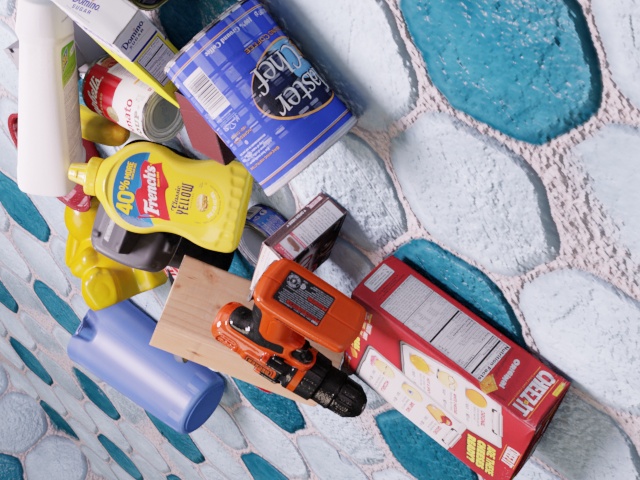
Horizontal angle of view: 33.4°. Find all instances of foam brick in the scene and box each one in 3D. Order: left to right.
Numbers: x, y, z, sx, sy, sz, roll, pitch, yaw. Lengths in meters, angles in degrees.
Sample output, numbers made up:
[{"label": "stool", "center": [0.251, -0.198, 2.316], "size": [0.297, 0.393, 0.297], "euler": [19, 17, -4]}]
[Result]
[{"label": "foam brick", "center": [-0.100, -0.123, 1.051], "size": [0.051, 0.053, 0.078], "euler": [29, 150, 32]}]

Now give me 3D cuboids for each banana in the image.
[{"label": "banana", "center": [-0.276, -0.139, 1.244], "size": [0.198, 0.037, 0.069], "euler": [24, 180, 35]}]

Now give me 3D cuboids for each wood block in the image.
[{"label": "wood block", "center": [-0.079, 0.106, 1.218], "size": [0.206, 0.090, 0.091], "euler": [22, 156, -6]}]

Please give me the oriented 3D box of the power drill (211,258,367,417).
[{"label": "power drill", "center": [-0.017, 0.102, 1.059], "size": [0.184, 0.057, 0.188], "euler": [31, 152, 1]}]

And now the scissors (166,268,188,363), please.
[{"label": "scissors", "center": [-0.193, 0.109, 1.454], "size": [0.016, 0.096, 0.201], "euler": [12, 165, 12]}]

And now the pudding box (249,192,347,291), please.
[{"label": "pudding box", "center": [-0.024, 0.012, 1.086], "size": [0.039, 0.090, 0.114], "euler": [41, 154, 13]}]

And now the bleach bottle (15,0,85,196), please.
[{"label": "bleach bottle", "center": [-0.285, -0.174, 1.120], "size": [0.068, 0.102, 0.251], "euler": [6, 126, -4]}]

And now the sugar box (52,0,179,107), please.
[{"label": "sugar box", "center": [-0.179, -0.189, 1.007], "size": [0.093, 0.048, 0.176], "euler": [37, -179, 20]}]

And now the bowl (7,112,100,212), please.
[{"label": "bowl", "center": [-0.344, -0.117, 1.427], "size": [0.162, 0.055, 0.162], "euler": [36, 151, 23]}]

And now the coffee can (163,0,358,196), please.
[{"label": "coffee can", "center": [-0.051, -0.124, 0.917], "size": [0.140, 0.102, 0.103], "euler": [50, 154, -6]}]

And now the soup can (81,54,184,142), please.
[{"label": "soup can", "center": [-0.197, -0.152, 1.141], "size": [0.102, 0.068, 0.068], "euler": [28, 149, 33]}]

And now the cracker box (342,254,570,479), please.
[{"label": "cracker box", "center": [0.126, 0.130, 1.051], "size": [0.214, 0.072, 0.164], "euler": [36, 153, 19]}]

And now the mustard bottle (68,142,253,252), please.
[{"label": "mustard bottle", "center": [-0.172, -0.053, 1.131], "size": [0.191, 0.096, 0.058], "euler": [13, -172, 3]}]

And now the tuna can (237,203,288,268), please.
[{"label": "tuna can", "center": [-0.058, 0.001, 1.187], "size": [0.086, 0.033, 0.086], "euler": [36, 152, 22]}]

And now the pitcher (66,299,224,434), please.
[{"label": "pitcher", "center": [-0.271, 0.201, 1.714], "size": [0.243, 0.149, 0.145], "euler": [33, 137, 19]}]
